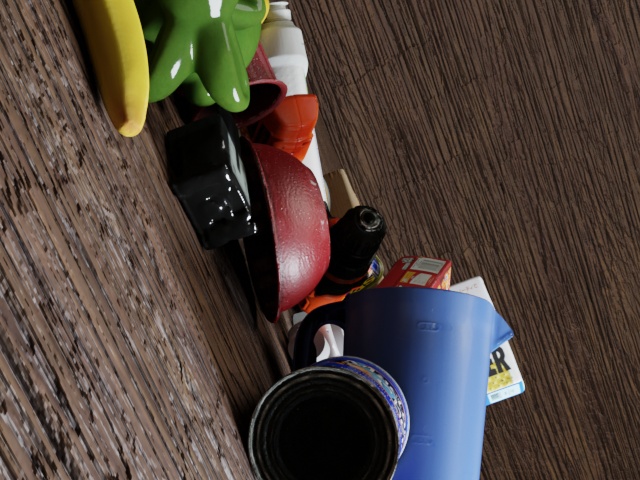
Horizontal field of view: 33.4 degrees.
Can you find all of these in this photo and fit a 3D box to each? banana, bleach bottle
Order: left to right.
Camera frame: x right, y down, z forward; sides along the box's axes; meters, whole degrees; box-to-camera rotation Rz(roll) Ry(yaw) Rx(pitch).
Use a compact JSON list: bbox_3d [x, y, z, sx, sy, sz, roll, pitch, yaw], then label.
[{"bbox_3d":[-0.148,-0.161,0.673,0.198,0.037,0.069,68,23,-8],"label":"banana"},{"bbox_3d":[-0.035,-0.125,1.141,0.102,0.068,0.251,-147,-130,-84],"label":"bleach bottle"}]

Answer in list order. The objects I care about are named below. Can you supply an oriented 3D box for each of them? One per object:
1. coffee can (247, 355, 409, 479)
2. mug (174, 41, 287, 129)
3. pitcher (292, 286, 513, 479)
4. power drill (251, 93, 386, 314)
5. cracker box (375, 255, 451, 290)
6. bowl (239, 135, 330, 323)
[{"bbox_3d":[0.010,0.138,0.775,0.140,0.103,0.103,26,45,-82],"label":"coffee can"},{"bbox_3d":[-0.095,-0.151,0.943,0.117,0.093,0.081,-8,69,-47],"label":"mug"},{"bbox_3d":[0.066,0.164,0.901,0.144,0.149,0.243,23,66,-46],"label":"pitcher"},{"bbox_3d":[-0.005,-0.040,0.996,0.185,0.057,0.188,124,-48,-59],"label":"power drill"},{"bbox_3d":[0.101,0.144,1.269,0.164,0.072,0.214,-44,138,-63],"label":"cracker box"},{"bbox_3d":[-0.030,-0.013,0.908,0.162,0.055,0.162,170,-90,-78],"label":"bowl"}]
